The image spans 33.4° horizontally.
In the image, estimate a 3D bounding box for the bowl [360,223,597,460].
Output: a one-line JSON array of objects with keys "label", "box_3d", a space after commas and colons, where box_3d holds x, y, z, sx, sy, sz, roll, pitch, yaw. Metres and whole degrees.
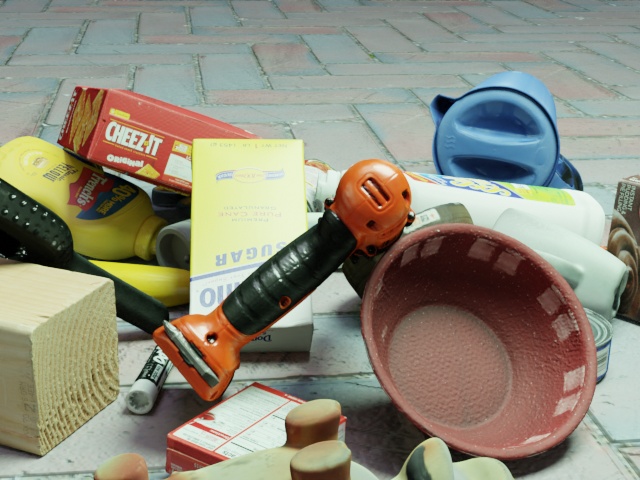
[{"label": "bowl", "box_3d": [0.094, 0.071, 0.691, 0.162, 0.055, 0.162, 8, 60, -14]}]

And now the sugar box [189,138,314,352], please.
[{"label": "sugar box", "box_3d": [-0.055, 0.001, 0.829, 0.093, 0.048, 0.176, -1, 54, -5]}]

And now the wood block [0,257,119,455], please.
[{"label": "wood block", "box_3d": [-0.247, 0.063, 0.715, 0.206, 0.090, 0.090, 10, 22, 22]}]

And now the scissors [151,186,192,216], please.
[{"label": "scissors", "box_3d": [-0.079, -0.051, 1.148, 0.201, 0.016, 0.096, -5, 22, -15]}]

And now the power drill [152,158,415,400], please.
[{"label": "power drill", "box_3d": [-0.019, 0.026, 0.712, 0.187, 0.057, 0.184, -42, -7, -5]}]

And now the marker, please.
[{"label": "marker", "box_3d": [-0.114, 0.086, 0.760, 0.020, 0.020, 0.121, 3, 20, 5]}]

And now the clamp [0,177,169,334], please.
[{"label": "clamp", "box_3d": [-0.202, 0.012, 0.768, 0.164, 0.210, 0.036, 9, 63, 9]}]

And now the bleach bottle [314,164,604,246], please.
[{"label": "bleach bottle", "box_3d": [0.120, -0.027, 0.967, 0.251, 0.068, 0.102, 9, 16, -1]}]

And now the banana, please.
[{"label": "banana", "box_3d": [-0.190, 0.030, 0.886, 0.198, 0.037, 0.069, 8, 21, 18]}]

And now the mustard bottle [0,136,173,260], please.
[{"label": "mustard bottle", "box_3d": [-0.214, -0.030, 0.981, 0.192, 0.058, 0.096, 25, 34, 12]}]

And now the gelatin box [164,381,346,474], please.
[{"label": "gelatin box", "box_3d": [-0.038, 0.124, 0.645, 0.073, 0.030, 0.089, 16, 25, 32]}]

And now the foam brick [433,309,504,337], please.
[{"label": "foam brick", "box_3d": [0.096, 0.064, 0.783, 0.051, 0.053, 0.078, -3, 20, -12]}]

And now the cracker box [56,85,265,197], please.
[{"label": "cracker box", "box_3d": [-0.148, -0.090, 1.000, 0.164, 0.072, 0.214, 18, 3, -22]}]

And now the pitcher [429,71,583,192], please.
[{"label": "pitcher", "box_3d": [0.218, -0.119, 1.216, 0.145, 0.149, 0.242, -9, 13, 17]}]
